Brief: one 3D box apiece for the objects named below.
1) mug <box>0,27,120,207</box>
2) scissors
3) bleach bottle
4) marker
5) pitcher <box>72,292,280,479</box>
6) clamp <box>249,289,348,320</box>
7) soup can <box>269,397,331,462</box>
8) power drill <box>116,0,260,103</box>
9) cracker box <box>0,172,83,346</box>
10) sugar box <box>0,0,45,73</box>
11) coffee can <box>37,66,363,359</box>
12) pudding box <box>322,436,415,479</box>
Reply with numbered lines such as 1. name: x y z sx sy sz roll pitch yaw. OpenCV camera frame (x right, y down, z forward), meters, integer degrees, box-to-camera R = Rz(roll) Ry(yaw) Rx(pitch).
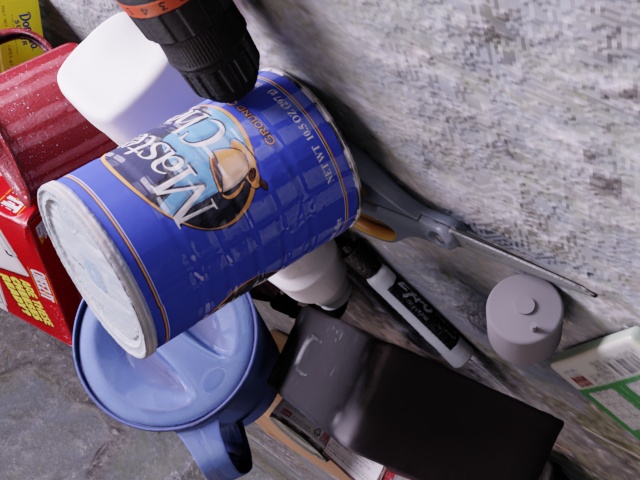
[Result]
1. mug: -0.189 -0.091 0.721 0.117 0.081 0.093 57 161 6
2. scissors: 0.053 -0.019 0.576 0.096 0.016 0.202 49 162 -30
3. bleach bottle: -0.058 -0.035 0.704 0.250 0.068 0.103 47 176 -40
4. marker: 0.058 0.042 0.729 0.121 0.020 0.020 44 164 -15
5. pitcher: -0.095 0.103 0.854 0.145 0.149 0.243 20 170 10
6. clamp: -0.016 0.049 0.882 0.120 0.039 0.172 27 165 -20
7. soup can: 0.011 0.138 0.951 0.068 0.102 0.068 36 165 11
8. power drill: -0.124 -0.154 0.534 0.188 0.057 0.184 22 153 40
9. cracker box: -0.274 -0.026 0.844 0.214 0.072 0.164 24 148 19
10. sugar box: -0.271 -0.150 0.806 0.177 0.048 0.093 19 120 43
11. coffee can: -0.063 -0.017 0.571 0.103 0.140 0.103 45 154 29
12. pudding box: 0.063 0.182 0.840 0.090 0.039 0.114 23 176 -19
